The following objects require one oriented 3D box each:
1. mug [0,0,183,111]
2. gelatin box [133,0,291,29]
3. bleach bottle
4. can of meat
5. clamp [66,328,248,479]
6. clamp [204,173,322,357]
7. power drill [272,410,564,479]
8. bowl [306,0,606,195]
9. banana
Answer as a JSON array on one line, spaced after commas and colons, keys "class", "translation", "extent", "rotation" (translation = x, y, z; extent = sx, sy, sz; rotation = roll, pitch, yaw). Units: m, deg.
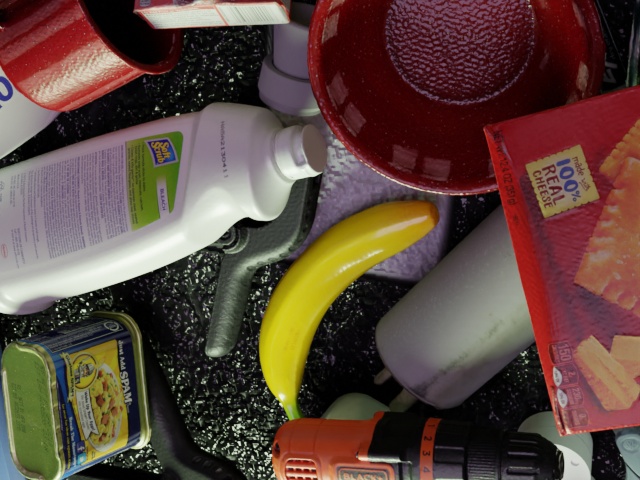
[{"class": "mug", "translation": [-0.150, -0.131, 0.635], "extent": [0.082, 0.117, 0.093], "rotation": [-21, 69, 30]}, {"class": "gelatin box", "translation": [-0.060, -0.162, 0.612], "extent": [0.089, 0.030, 0.073], "rotation": [1, 76, 16]}, {"class": "bleach bottle", "translation": [-0.109, -0.022, 0.673], "extent": [0.251, 0.068, 0.102], "rotation": [-12, 81, 29]}, {"class": "can of meat", "translation": [-0.170, 0.108, 0.742], "extent": [0.058, 0.083, 0.102], "rotation": [3, 102, 35]}, {"class": "clamp", "translation": [-0.109, 0.186, 0.793], "extent": [0.210, 0.036, 0.165], "rotation": [45, 127, 18]}, {"class": "clamp", "translation": [-0.055, 0.001, 0.709], "extent": [0.172, 0.039, 0.120], "rotation": [-32, 99, 30]}, {"class": "power drill", "translation": [0.069, 0.198, 0.693], "extent": [0.185, 0.057, 0.188], "rotation": [0, 113, 21]}, {"class": "bowl", "translation": [0.076, -0.108, 0.601], "extent": [0.162, 0.055, 0.162], "rotation": [6, 120, 10]}, {"class": "banana", "translation": [0.006, 0.038, 0.711], "extent": [0.069, 0.037, 0.198], "rotation": [32, 119, 4]}]
